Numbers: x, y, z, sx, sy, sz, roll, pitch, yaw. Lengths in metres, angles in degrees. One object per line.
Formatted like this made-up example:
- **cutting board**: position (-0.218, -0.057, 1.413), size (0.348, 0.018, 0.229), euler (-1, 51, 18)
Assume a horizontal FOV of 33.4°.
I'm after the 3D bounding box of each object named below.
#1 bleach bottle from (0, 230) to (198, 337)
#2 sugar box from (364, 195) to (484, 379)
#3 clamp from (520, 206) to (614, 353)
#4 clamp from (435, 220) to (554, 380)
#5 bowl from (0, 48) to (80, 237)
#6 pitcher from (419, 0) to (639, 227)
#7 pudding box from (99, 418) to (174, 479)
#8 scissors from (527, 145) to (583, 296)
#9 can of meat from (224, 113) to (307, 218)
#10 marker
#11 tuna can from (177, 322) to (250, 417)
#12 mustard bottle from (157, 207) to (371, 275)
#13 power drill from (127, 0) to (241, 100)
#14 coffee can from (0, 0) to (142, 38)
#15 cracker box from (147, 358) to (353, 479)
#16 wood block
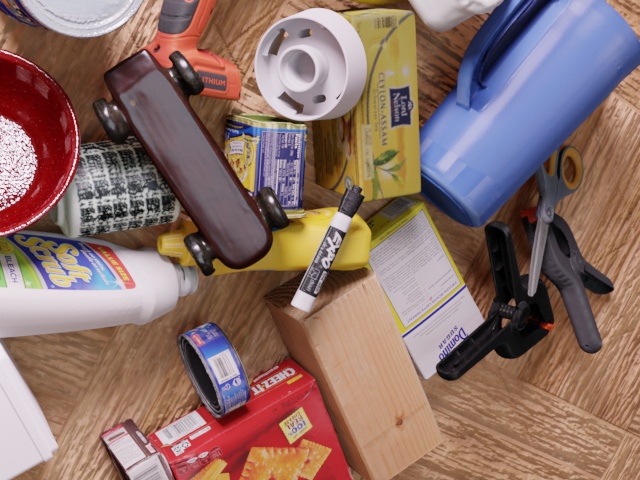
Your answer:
- **bleach bottle**: position (-0.222, 0.031, 0.915), size (0.250, 0.103, 0.068), euler (-1, 136, -39)
- **sugar box**: position (0.098, 0.049, 1.105), size (0.093, 0.048, 0.176), euler (-37, 120, -14)
- **clamp**: position (0.271, 0.039, 1.167), size (0.039, 0.120, 0.171), euler (-28, 120, 31)
- **clamp**: position (0.198, 0.066, 1.118), size (0.209, 0.036, 0.164), euler (8, 101, -55)
- **bowl**: position (-0.274, -0.071, 0.856), size (0.162, 0.055, 0.162), euler (3, 75, -10)
- **pitcher**: position (0.188, -0.139, 1.053), size (0.149, 0.145, 0.243), euler (42, 86, -3)
- **pudding box**: position (-0.159, 0.234, 0.997), size (0.039, 0.090, 0.113), euler (-26, 113, -21)
- **scissors**: position (0.249, -0.031, 1.133), size (0.096, 0.016, 0.202), euler (16, 71, -42)
- **can of meat**: position (-0.052, -0.070, 0.966), size (0.057, 0.102, 0.084), euler (-1, 102, -26)
- **marker**: position (0.008, 0.007, 0.949), size (0.020, 0.020, 0.121), euler (26, 90, -30)
- **tuna can**: position (-0.100, 0.120, 1.000), size (0.033, 0.086, 0.086), euler (-25, 113, -21)
- **mustard bottle**: position (-0.056, 0.001, 0.984), size (0.191, 0.096, 0.058), euler (-2, 104, -26)
- **power drill**: position (-0.082, -0.218, 0.917), size (0.184, 0.057, 0.188), euler (-1, 111, -54)
- **coffee can**: position (-0.202, -0.213, 0.828), size (0.102, 0.140, 0.103), euler (-7, 106, -25)
- **cracker box**: position (-0.054, 0.251, 1.065), size (0.164, 0.072, 0.213), euler (-27, 115, -18)
- **wood block**: position (0.035, 0.129, 1.068), size (0.090, 0.090, 0.206), euler (-31, 115, -18)
